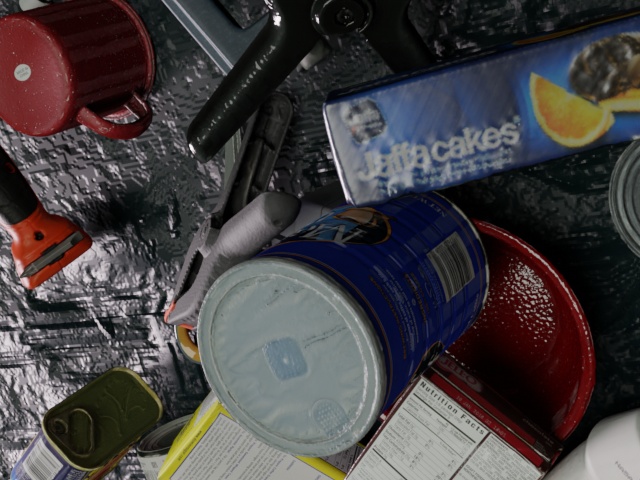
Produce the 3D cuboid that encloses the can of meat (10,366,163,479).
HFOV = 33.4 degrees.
[{"bbox_3d":[-0.182,0.156,0.822,0.057,0.101,0.084,46,127,7],"label":"can of meat"}]

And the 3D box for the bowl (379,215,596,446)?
[{"bbox_3d":[0.093,0.054,0.645,0.162,0.055,0.162,12,115,27],"label":"bowl"}]

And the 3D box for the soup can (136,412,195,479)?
[{"bbox_3d":[-0.089,0.188,0.799,0.069,0.068,0.102,-14,101,34],"label":"soup can"}]

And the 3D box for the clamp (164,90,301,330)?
[{"bbox_3d":[-0.054,0.001,0.669,0.039,0.120,0.172,19,117,-13],"label":"clamp"}]

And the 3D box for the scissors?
[{"bbox_3d":[-0.075,0.013,0.753,0.096,0.016,0.202,-3,107,31],"label":"scissors"}]

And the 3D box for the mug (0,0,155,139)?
[{"bbox_3d":[-0.164,-0.109,0.716,0.117,0.081,0.093,45,125,8],"label":"mug"}]

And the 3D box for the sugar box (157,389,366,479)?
[{"bbox_3d":[-0.012,0.167,0.728,0.176,0.048,0.093,31,124,-10],"label":"sugar box"}]

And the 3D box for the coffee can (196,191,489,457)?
[{"bbox_3d":[0.017,0.036,0.563,0.103,0.140,0.103,11,114,27],"label":"coffee can"}]

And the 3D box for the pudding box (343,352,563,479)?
[{"bbox_3d":[0.074,0.134,0.630,0.090,0.039,0.114,39,122,13],"label":"pudding box"}]

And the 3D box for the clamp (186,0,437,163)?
[{"bbox_3d":[0.000,-0.120,0.554,0.164,0.036,0.210,-10,137,-4],"label":"clamp"}]

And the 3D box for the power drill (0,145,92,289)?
[{"bbox_3d":[-0.246,-0.055,0.770,0.187,0.057,0.185,54,169,-12],"label":"power drill"}]
